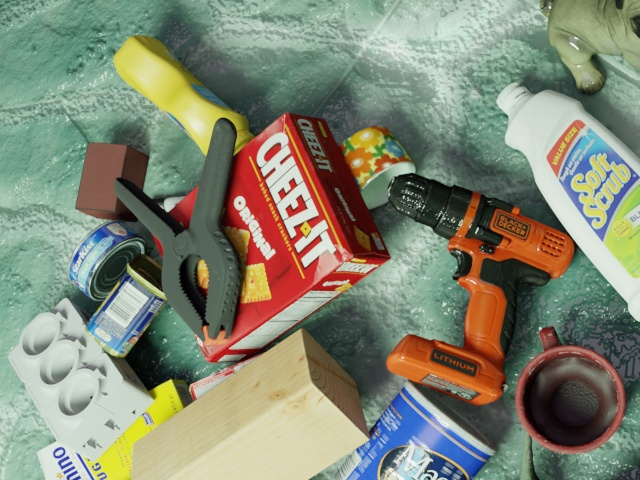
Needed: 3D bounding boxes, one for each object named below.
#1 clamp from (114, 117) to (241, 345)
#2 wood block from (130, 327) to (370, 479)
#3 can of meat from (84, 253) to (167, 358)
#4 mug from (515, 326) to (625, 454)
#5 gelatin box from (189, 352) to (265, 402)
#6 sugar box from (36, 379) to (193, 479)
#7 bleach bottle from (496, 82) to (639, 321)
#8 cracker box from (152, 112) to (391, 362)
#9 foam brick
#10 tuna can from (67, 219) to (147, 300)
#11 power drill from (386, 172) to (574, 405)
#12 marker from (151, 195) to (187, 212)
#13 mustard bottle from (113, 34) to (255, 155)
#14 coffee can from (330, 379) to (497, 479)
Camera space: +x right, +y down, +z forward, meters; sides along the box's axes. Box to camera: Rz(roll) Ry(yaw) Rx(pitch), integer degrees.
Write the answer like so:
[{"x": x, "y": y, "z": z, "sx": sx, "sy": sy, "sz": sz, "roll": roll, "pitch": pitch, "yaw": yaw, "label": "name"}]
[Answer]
[{"x": -0.132, "y": 0.002, "z": 1.044, "sx": 0.165, "sy": 0.036, "sz": 0.210, "roll": -17, "pitch": 78, "yaw": 37, "label": "clamp"}, {"x": -0.069, "y": 0.187, "z": 0.992, "sx": 0.206, "sy": 0.090, "sz": 0.090, "roll": -36, "pitch": 28, "yaw": 12, "label": "wood block"}, {"x": -0.195, "y": 0.067, "z": 1.108, "sx": 0.057, "sy": 0.102, "sz": 0.084, "roll": 38, "pitch": 96, "yaw": -6, "label": "can of meat"}, {"x": 0.222, "y": 0.133, "z": 0.955, "sx": 0.093, "sy": 0.081, "sz": 0.117, "roll": -25, "pitch": 72, "yaw": 13, "label": "mug"}, {"x": -0.075, "y": 0.143, "z": 1.063, "sx": 0.089, "sy": 0.073, "sz": 0.030, "roll": -24, "pitch": 71, "yaw": 14, "label": "gelatin box"}, {"x": -0.202, "y": 0.223, "z": 1.107, "sx": 0.176, "sy": 0.048, "sz": 0.093, "roll": -29, "pitch": 71, "yaw": 11, "label": "sugar box"}, {"x": 0.250, "y": -0.050, "z": 0.996, "sx": 0.102, "sy": 0.068, "sz": 0.251, "roll": -41, "pitch": 67, "yaw": 4, "label": "bleach bottle"}, {"x": -0.057, "y": 0.001, "z": 1.055, "sx": 0.214, "sy": 0.071, "sz": 0.164, "roll": -37, "pitch": 67, "yaw": 31, "label": "cracker box"}, {"x": -0.229, "y": -0.064, "z": 1.174, "sx": 0.051, "sy": 0.053, "sz": 0.078, "roll": 6, "pitch": 80, "yaw": 21, "label": "foam brick"}, {"x": -0.226, "y": 0.022, "z": 1.136, "sx": 0.034, "sy": 0.086, "sz": 0.086, "roll": 38, "pitch": 92, "yaw": 21, "label": "tuna can"}, {"x": 0.125, "y": 0.042, "z": 0.975, "sx": 0.184, "sy": 0.057, "sz": 0.187, "roll": 22, "pitch": 70, "yaw": 1, "label": "power drill"}, {"x": -0.137, "y": -0.041, "z": 1.154, "sx": 0.121, "sy": 0.020, "sz": 0.020, "roll": -6, "pitch": 77, "yaw": 19, "label": "marker"}, {"x": -0.131, "y": -0.139, "z": 1.131, "sx": 0.192, "sy": 0.096, "sz": 0.058, "roll": 42, "pitch": 94, "yaw": 22, "label": "mustard bottle"}, {"x": 0.079, "y": 0.213, "z": 0.978, "sx": 0.103, "sy": 0.102, "sz": 0.140, "roll": 39, "pitch": 93, "yaw": 22, "label": "coffee can"}]
